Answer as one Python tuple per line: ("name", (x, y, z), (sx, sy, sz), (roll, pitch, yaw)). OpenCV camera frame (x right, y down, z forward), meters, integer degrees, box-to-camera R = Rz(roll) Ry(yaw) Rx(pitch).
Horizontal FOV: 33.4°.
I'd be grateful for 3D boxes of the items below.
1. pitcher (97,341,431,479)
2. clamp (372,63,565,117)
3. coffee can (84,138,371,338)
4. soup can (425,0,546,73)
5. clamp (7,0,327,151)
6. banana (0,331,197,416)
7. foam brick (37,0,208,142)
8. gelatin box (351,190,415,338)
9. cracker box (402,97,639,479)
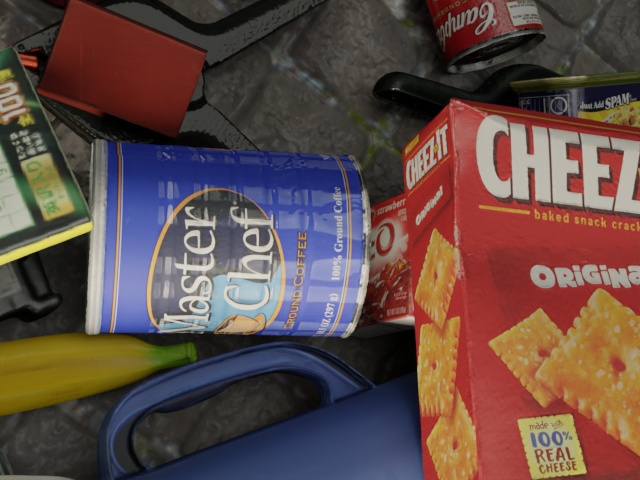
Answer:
("pitcher", (0.006, 0.138, 0.570), (0.242, 0.145, 0.149), (-20, 127, -28))
("clamp", (0.110, -0.078, 0.700), (0.171, 0.039, 0.120), (-33, 108, -30))
("coffee can", (-0.054, 0.001, 0.574), (0.140, 0.103, 0.103), (2, 78, -13))
("soup can", (0.101, -0.170, 0.703), (0.068, 0.069, 0.102), (-15, 84, -24))
("clamp", (-0.075, -0.101, 0.628), (0.209, 0.036, 0.164), (12, 86, -17))
("banana", (-0.157, 0.066, 0.532), (0.197, 0.070, 0.037), (-6, 74, -48))
("foam brick", (-0.106, -0.090, 0.571), (0.078, 0.053, 0.051), (21, 89, -16))
("gelatin box", (0.039, 0.016, 0.626), (0.030, 0.089, 0.073), (11, 74, -28))
("cracker box", (0.134, 0.042, 0.553), (0.164, 0.072, 0.213), (6, 67, -18))
